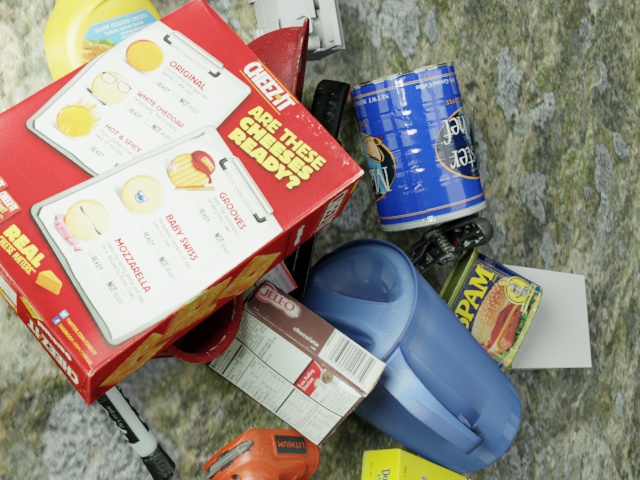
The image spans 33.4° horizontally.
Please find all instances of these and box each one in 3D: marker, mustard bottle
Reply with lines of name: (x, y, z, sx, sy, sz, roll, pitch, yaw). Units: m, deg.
marker: (-0.136, 0.122, 0.743, 0.121, 0.020, 0.020, 61, 42, -24)
mustard bottle: (-0.143, -0.119, 0.752, 0.096, 0.058, 0.191, -31, 107, -44)

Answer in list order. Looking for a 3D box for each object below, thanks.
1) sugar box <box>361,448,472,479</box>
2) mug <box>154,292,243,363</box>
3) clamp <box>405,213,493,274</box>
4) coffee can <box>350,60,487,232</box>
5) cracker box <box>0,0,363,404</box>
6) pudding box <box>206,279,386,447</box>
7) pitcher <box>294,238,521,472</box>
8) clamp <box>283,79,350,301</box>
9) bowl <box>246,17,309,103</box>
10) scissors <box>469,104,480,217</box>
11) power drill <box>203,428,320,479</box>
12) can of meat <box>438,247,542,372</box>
sugar box: (0.102, 0.253, 0.961, 0.176, 0.048, 0.093, 29, 58, -43)
mug: (-0.107, 0.039, 0.747, 0.117, 0.082, 0.093, -13, 93, -52)
clamp: (0.124, 0.000, 1.015, 0.039, 0.120, 0.171, 64, 25, -5)
coffee can: (0.092, -0.088, 1.005, 0.102, 0.103, 0.140, -21, 99, -51)
cracker box: (-0.108, -0.030, 0.662, 0.213, 0.072, 0.164, -37, 79, -25)
pudding box: (-0.021, 0.093, 0.800, 0.113, 0.090, 0.039, 37, 47, 3)
pitcher: (0.084, 0.119, 0.928, 0.242, 0.145, 0.149, 43, 50, -42)
clamp: (-0.002, -0.075, 0.884, 0.165, 0.036, 0.210, 100, 2, -51)
bowl: (-0.046, -0.097, 0.836, 0.162, 0.055, 0.162, -177, -85, -89)
scissors: (0.155, -0.098, 1.091, 0.202, 0.016, 0.096, 79, 12, -51)
power drill: (0.002, 0.232, 0.793, 0.184, 0.057, 0.188, 20, 34, -55)
can of meat: (0.160, 0.070, 1.049, 0.084, 0.057, 0.102, 29, 79, -4)
